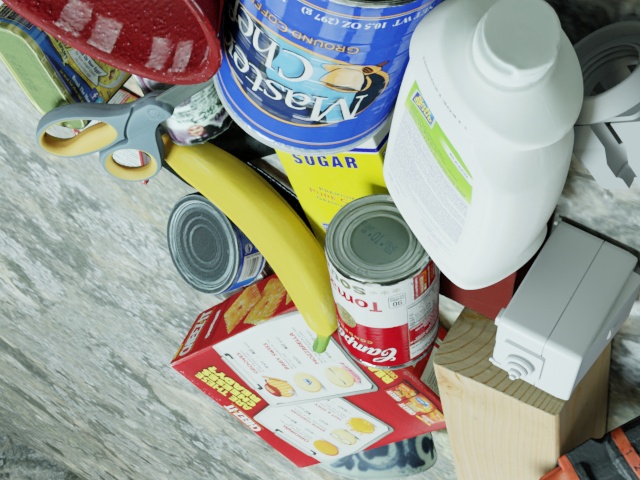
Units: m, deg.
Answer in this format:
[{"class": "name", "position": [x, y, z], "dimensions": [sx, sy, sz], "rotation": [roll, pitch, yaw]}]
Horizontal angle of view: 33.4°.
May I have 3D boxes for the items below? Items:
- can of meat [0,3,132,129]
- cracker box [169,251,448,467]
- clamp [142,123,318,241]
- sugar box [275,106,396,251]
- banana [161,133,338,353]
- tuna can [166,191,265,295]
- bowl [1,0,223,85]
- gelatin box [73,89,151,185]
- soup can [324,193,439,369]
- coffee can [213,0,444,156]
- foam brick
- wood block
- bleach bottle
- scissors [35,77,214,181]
[{"class": "can of meat", "position": [-0.170, -0.138, 0.730], "dimensions": [0.058, 0.083, 0.102], "rotation": [19, 152, 33]}, {"class": "cracker box", "position": [0.001, 0.102, 0.898], "dimensions": [0.164, 0.072, 0.214], "rotation": [42, 140, -18]}, {"class": "clamp", "position": [-0.063, -0.052, 0.802], "dimensions": [0.172, 0.039, 0.120], "rotation": [16, 140, 37]}, {"class": "sugar box", "position": [0.020, -0.049, 0.688], "dimensions": [0.093, 0.048, 0.176], "rotation": [18, 152, 34]}, {"class": "banana", "position": [-0.040, -0.003, 0.751], "dimensions": [0.070, 0.037, 0.198], "rotation": [-30, 99, 40]}, {"class": "tuna can", "position": [-0.085, 0.000, 0.862], "dimensions": [0.086, 0.033, 0.086], "rotation": [14, 112, 38]}, {"class": "bowl", "position": [-0.106, -0.142, 0.501], "dimensions": [0.162, 0.055, 0.162], "rotation": [25, 164, 7]}, {"class": "gelatin box", "position": [-0.169, -0.093, 0.879], "dimensions": [0.073, 0.030, 0.089], "rotation": [29, 156, 11]}, {"class": "soup can", "position": [0.040, 0.027, 0.668], "dimensions": [0.069, 0.068, 0.102], "rotation": [25, 151, 23]}, {"class": "coffee can", "position": [0.005, -0.117, 0.512], "dimensions": [0.103, 0.102, 0.140], "rotation": [34, 156, 4]}, {"class": "foam brick", "position": [0.108, 0.007, 0.666], "dimensions": [0.051, 0.053, 0.078], "rotation": [27, 155, 19]}, {"class": "wood block", "position": [0.150, 0.120, 0.773], "dimensions": [0.091, 0.090, 0.206], "rotation": [23, 153, 27]}, {"class": "bleach bottle", "position": [0.078, -0.044, 0.497], "dimensions": [0.102, 0.068, 0.251], "rotation": [55, 175, 9]}, {"class": "scissors", "position": [-0.099, -0.076, 0.698], "dimensions": [0.202, 0.016, 0.096], "rotation": [-9, 150, 31]}]
